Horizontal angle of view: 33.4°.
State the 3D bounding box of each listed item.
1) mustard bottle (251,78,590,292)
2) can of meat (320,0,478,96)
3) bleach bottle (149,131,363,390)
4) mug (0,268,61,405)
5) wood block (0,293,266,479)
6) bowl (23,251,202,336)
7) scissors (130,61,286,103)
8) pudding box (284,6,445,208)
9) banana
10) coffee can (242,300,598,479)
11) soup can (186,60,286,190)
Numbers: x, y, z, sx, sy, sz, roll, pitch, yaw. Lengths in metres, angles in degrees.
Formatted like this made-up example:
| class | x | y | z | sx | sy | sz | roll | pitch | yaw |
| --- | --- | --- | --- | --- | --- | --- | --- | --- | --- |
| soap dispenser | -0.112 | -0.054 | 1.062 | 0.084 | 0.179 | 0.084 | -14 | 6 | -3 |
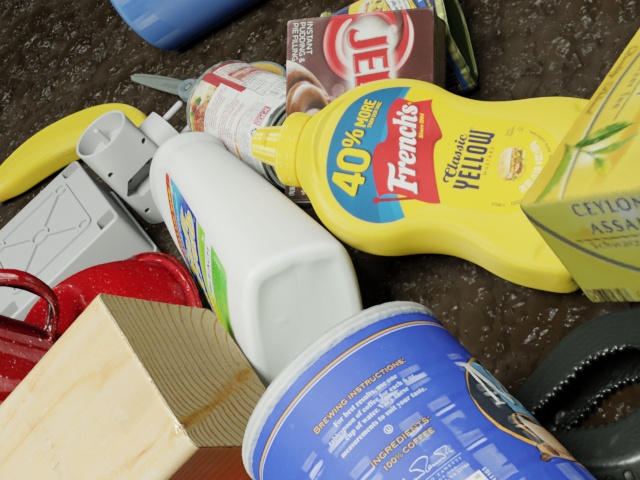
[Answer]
| class | x | y | z | sx | sy | sz | roll | pitch | yaw |
| --- | --- | --- | --- | --- | --- | --- | --- | --- | --- |
| mustard bottle | 0.052 | -0.037 | 0.559 | 0.192 | 0.058 | 0.096 | 11 | 73 | 23 |
| can of meat | 0.051 | -0.123 | 0.691 | 0.084 | 0.057 | 0.102 | -23 | 42 | 19 |
| bleach bottle | -0.054 | 0.001 | 0.646 | 0.068 | 0.102 | 0.251 | -17 | 27 | -17 |
| mug | -0.180 | 0.068 | 0.566 | 0.093 | 0.081 | 0.117 | 37 | 102 | 49 |
| wood block | -0.121 | 0.132 | 0.517 | 0.206 | 0.090 | 0.090 | -46 | 62 | 16 |
| bowl | -0.138 | 0.077 | 0.625 | 0.162 | 0.055 | 0.162 | -23 | 57 | 41 |
| scissors | -0.105 | -0.103 | 0.837 | 0.202 | 0.016 | 0.096 | 2 | 56 | 42 |
| pudding box | 0.027 | -0.076 | 0.627 | 0.090 | 0.039 | 0.113 | -1 | 86 | 21 |
| banana | -0.201 | -0.075 | 0.876 | 0.198 | 0.037 | 0.069 | -9 | 48 | 35 |
| coffee can | 0.050 | 0.106 | 0.410 | 0.103 | 0.102 | 0.140 | -43 | 56 | -2 |
| soup can | -0.036 | -0.077 | 0.713 | 0.068 | 0.068 | 0.102 | -49 | 39 | -9 |
